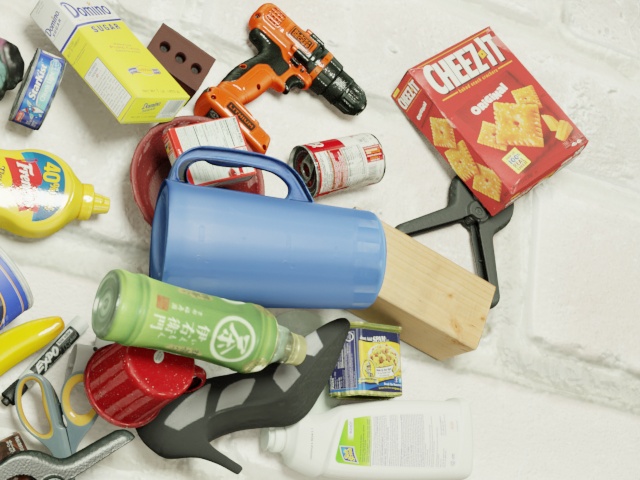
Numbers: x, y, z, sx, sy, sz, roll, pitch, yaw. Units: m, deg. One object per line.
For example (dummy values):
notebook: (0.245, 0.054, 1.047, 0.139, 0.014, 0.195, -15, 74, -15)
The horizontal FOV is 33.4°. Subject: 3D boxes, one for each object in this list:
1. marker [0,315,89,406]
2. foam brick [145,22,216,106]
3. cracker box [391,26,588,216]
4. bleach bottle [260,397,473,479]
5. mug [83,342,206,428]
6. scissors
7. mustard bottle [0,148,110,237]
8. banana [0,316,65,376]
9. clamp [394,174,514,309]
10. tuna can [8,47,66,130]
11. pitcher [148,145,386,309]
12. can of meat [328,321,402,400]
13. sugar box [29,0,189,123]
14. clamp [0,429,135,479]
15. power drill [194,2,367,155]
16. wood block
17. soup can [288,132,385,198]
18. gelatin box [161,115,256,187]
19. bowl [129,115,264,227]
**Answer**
marker: (-0.291, 0.127, 1.124, 0.020, 0.020, 0.121, 45, 61, -8)
foam brick: (-0.173, -0.207, 1.262, 0.078, 0.051, 0.053, 33, 64, -14)
cracker box: (0.225, -0.161, 1.406, 0.164, 0.072, 0.214, -32, 77, -30)
bleach bottle: (0.054, 0.226, 1.237, 0.250, 0.068, 0.102, 7, 71, -21)
mug: (-0.170, 0.136, 1.086, 0.117, 0.082, 0.093, 17, 55, -32)
scissors: (-0.245, 0.222, 1.095, 0.096, 0.016, 0.202, -25, 93, -7)
mustard bottle: (-0.321, -0.053, 1.141, 0.191, 0.058, 0.096, 10, 66, -23)
banana: (-0.340, 0.144, 1.074, 0.070, 0.037, 0.197, 22, 56, 19)
clamp: (0.189, -0.033, 1.393, 0.164, 0.036, 0.209, 30, 61, -10)
tuna can: (-0.309, -0.164, 1.165, 0.033, 0.086, 0.086, 22, 66, -20)
pitcher: (-0.057, 0.001, 1.130, 0.242, 0.149, 0.145, 5, 43, -16)
can of meat: (0.052, 0.143, 1.251, 0.101, 0.058, 0.084, 12, 71, -47)
sugar box: (-0.234, -0.205, 1.186, 0.176, 0.048, 0.093, 50, 27, 15)
clamp: (-0.259, 0.256, 1.047, 0.171, 0.039, 0.120, -4, 74, -25)
power drill: (-0.050, -0.180, 1.312, 0.184, 0.057, 0.187, 41, 59, -5)
wood block: (0.095, 0.055, 1.291, 0.206, 0.091, 0.090, 29, 64, -15)
soup can: (0.021, -0.092, 1.312, 0.102, 0.069, 0.068, -14, 81, -29)
gelatin box: (-0.124, -0.096, 1.200, 0.089, 0.030, 0.073, -16, 81, -29)
bowl: (-0.147, -0.060, 1.228, 0.161, 0.055, 0.162, 8, 72, -24)
